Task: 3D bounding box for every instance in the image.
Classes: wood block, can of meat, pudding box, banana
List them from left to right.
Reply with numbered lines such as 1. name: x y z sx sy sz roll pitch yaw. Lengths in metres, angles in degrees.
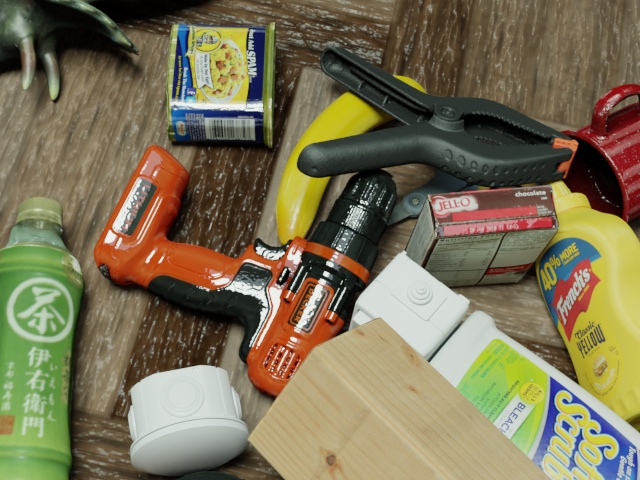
1. can of meat: -0.079 -0.126 0.861 0.084 0.057 0.102 1 63 -1
2. banana: 0.022 -0.077 0.854 0.070 0.037 0.197 42 68 15
3. wood block: 0.067 0.156 0.665 0.206 0.091 0.090 43 27 18
4. pudding box: 0.115 -0.001 0.780 0.090 0.113 0.039 -4 67 -6

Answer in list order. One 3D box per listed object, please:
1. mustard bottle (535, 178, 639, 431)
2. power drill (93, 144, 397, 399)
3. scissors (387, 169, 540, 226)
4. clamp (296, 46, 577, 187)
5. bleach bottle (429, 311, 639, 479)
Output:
1. mustard bottle: 0.203 0.039 0.775 0.058 0.096 0.192 -7 63 -22
2. power drill: -0.055 0.001 0.781 0.188 0.057 0.184 25 78 11
3. scissors: 0.093 -0.020 0.842 0.096 0.016 0.201 43 68 16
4. clamp: 0.086 -0.088 0.806 0.210 0.036 0.164 7 39 -6
5. bleach bottle: 0.181 0.153 0.707 0.251 0.068 0.102 32 61 23
